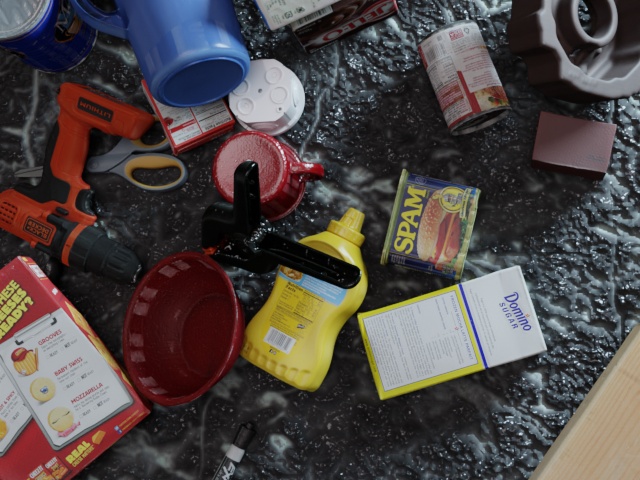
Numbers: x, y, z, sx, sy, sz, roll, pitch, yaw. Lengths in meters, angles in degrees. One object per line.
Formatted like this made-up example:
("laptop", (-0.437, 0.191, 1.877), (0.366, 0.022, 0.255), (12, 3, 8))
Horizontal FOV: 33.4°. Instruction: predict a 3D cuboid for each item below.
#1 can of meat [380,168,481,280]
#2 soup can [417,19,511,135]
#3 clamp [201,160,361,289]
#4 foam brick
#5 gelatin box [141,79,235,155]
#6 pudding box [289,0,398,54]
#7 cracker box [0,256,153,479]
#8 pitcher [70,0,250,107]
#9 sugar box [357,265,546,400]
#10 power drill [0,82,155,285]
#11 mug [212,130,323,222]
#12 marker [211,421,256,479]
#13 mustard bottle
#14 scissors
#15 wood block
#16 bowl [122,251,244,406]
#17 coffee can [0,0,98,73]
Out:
("can of meat", (0.115, -0.015, 1.107), (0.084, 0.057, 0.102), (13, 87, 8))
("soup can", (0.149, -0.169, 1.110), (0.068, 0.068, 0.102), (-21, 81, 7))
("clamp", (-0.057, 0.001, 1.078), (0.164, 0.210, 0.036), (44, 64, -13))
("foam brick", (0.258, -0.096, 1.093), (0.078, 0.051, 0.053), (13, 87, 11))
("gelatin box", (-0.144, -0.147, 1.168), (0.073, 0.030, 0.089), (-25, 81, -11))
("pudding box", (0.023, -0.245, 1.128), (0.113, 0.090, 0.039), (-22, 80, 7))
("cracker box", (-0.306, 0.148, 1.124), (0.164, 0.072, 0.213), (-40, 92, -4))
("pitcher", (-0.169, -0.263, 1.117), (0.149, 0.144, 0.243), (-30, 69, 26))
("sugar box", (0.133, 0.096, 1.098), (0.176, 0.048, 0.093), (-16, 82, 4))
("power drill", (-0.249, -0.063, 1.156), (0.184, 0.057, 0.188), (25, 97, 9))
("mug", (-0.055, -0.070, 1.127), (0.117, 0.081, 0.093), (0, 84, 9))
("marker", (-0.102, 0.248, 1.135), (0.020, 0.020, 0.121), (28, 89, 11))
("mustard bottle", (-0.005, 0.054, 1.117), (0.096, 0.058, 0.191), (26, 89, 27))
("scissors", (-0.242, -0.102, 1.195), (0.202, 0.016, 0.096), (10, 84, 10))
("wood block", (0.292, 0.191, 1.039), (0.091, 0.090, 0.206), (35, 91, 12))
("bowl", (-0.133, 0.095, 1.119), (0.162, 0.055, 0.162), (-11, 71, 35))
("coffee can", (-0.315, -0.248, 1.158), (0.103, 0.140, 0.103), (-1, 84, 9))
